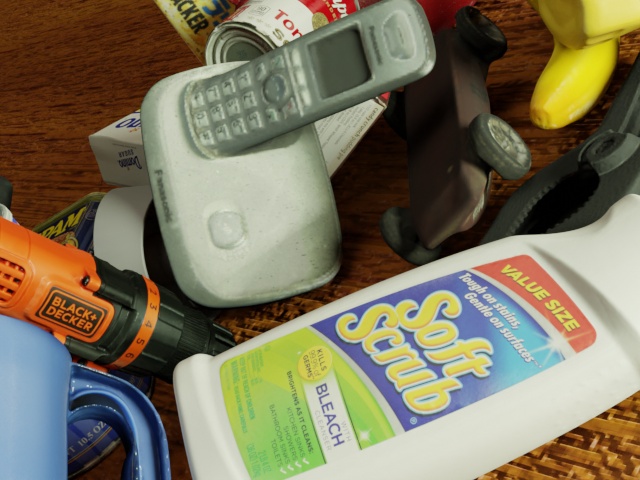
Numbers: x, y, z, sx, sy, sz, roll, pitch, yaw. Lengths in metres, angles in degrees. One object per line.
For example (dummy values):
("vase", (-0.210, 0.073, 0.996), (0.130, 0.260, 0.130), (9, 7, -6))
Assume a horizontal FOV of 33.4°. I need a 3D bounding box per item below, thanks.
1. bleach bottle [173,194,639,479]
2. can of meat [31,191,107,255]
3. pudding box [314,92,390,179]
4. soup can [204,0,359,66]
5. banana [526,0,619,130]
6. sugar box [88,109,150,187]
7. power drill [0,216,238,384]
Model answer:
("bleach bottle", (0.062, 0.045, 0.452), (0.251, 0.068, 0.102), (-29, 52, 13))
("can of meat", (-0.184, 0.024, 0.782), (0.102, 0.057, 0.084), (-25, 32, 35))
("pudding box", (0.009, -0.084, 0.702), (0.114, 0.039, 0.090), (-54, 12, 41))
("soup can", (-0.026, -0.141, 0.737), (0.069, 0.068, 0.102), (-10, 28, 41))
("banana", (0.144, -0.123, 0.640), (0.069, 0.037, 0.198), (-10, 37, 6))
("sugar box", (-0.072, -0.093, 0.785), (0.094, 0.048, 0.175), (11, 34, 45))
("power drill", (-0.152, 0.093, 0.566), (0.188, 0.184, 0.057), (-58, 35, 3))
